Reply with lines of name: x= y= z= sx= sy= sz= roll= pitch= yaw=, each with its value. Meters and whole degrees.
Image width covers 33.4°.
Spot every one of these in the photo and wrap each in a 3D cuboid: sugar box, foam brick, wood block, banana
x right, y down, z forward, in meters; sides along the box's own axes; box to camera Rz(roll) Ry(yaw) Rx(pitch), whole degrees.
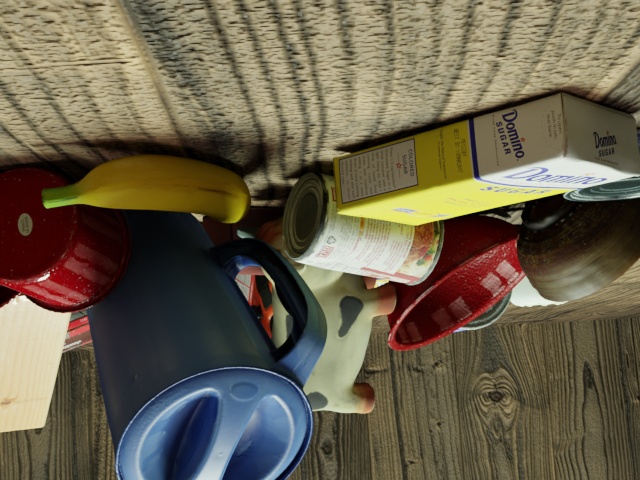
sugar box: x=0.104 y=-0.047 z=0.687 sx=0.177 sy=0.048 sz=0.093 roll=-10 pitch=170 yaw=43
foam brick: x=-0.056 y=0.001 z=0.926 sx=0.078 sy=0.053 sz=0.051 roll=3 pitch=169 yaw=-34
wood block: x=-0.261 y=0.068 z=0.863 sx=0.090 sy=0.090 sz=0.206 roll=-3 pitch=143 yaw=-25
banana: x=-0.094 y=-0.034 z=0.722 sx=0.070 sy=0.037 sz=0.197 roll=-3 pitch=176 yaw=32

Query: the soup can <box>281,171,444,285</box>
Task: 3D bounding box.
soup can: x=0.031 y=-0.008 z=0.793 sx=0.102 sy=0.068 sz=0.069 roll=12 pitch=166 yaw=-26

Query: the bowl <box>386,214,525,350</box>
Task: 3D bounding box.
bowl: x=0.113 y=0.027 z=0.927 sx=0.162 sy=0.055 sz=0.162 roll=-28 pitch=157 yaw=-13

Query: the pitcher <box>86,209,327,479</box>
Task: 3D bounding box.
pitcher: x=-0.097 y=0.066 z=0.780 sx=0.149 sy=0.145 sz=0.243 roll=-7 pitch=-145 yaw=-19

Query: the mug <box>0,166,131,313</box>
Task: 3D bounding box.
mug: x=-0.196 y=0.005 z=0.728 sx=0.117 sy=0.093 sz=0.081 roll=-39 pitch=163 yaw=1
